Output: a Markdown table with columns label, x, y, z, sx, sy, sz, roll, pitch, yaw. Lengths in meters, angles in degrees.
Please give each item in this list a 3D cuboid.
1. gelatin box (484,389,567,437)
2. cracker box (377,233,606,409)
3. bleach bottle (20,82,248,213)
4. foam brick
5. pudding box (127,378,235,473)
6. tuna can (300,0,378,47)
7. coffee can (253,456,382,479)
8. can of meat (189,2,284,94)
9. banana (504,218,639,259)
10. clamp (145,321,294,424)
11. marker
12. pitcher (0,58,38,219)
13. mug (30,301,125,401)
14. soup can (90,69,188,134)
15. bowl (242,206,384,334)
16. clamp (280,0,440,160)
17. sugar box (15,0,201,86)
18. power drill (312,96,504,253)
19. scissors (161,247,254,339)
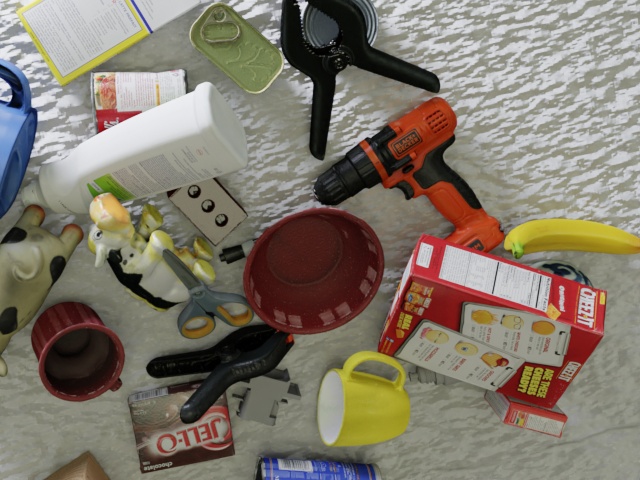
| label | x | y | z | sx | sy | sz | roll | pitch | yaw |
| --- | --- | --- | --- | --- | --- | --- | --- | --- | --- |
| gelatin box | 0.242 | 0.198 | 1.265 | 0.073 | 0.089 | 0.030 | 16 | 99 | -10 |
| cracker box | 0.186 | 0.091 | 1.185 | 0.213 | 0.072 | 0.164 | 17 | 141 | 1 |
| bleach bottle | -0.209 | -0.084 | 1.133 | 0.251 | 0.068 | 0.102 | -16 | 146 | 16 |
| foam brick | -0.127 | -0.041 | 1.191 | 0.053 | 0.051 | 0.078 | -43 | 102 | 1 |
| pudding box | -0.161 | 0.213 | 1.238 | 0.113 | 0.039 | 0.090 | -10 | 102 | -6 |
| tuna can | 0.020 | -0.240 | 1.185 | 0.086 | 0.034 | 0.086 | -1 | 100 | -8 |
| coffee can | -0.006 | 0.308 | 1.244 | 0.140 | 0.103 | 0.103 | 5 | 99 | -9 |
| can of meat | -0.092 | -0.206 | 1.150 | 0.102 | 0.084 | 0.057 | 40 | 93 | -13 |
| banana | 0.285 | 0.001 | 1.245 | 0.197 | 0.070 | 0.037 | -4 | 127 | -28 |
| clamp | -0.104 | 0.144 | 1.197 | 0.171 | 0.120 | 0.039 | -22 | 128 | -10 |
| marker | -0.058 | 0.001 | 1.225 | 0.121 | 0.020 | 0.020 | -19 | 102 | -4 |
| pitcher | -0.421 | -0.120 | 1.100 | 0.242 | 0.145 | 0.149 | 19 | 64 | -8 |
| mug | -0.264 | 0.125 | 1.181 | 0.093 | 0.082 | 0.117 | -47 | 123 | -2 |
| soup can | -0.194 | -0.150 | 1.154 | 0.102 | 0.068 | 0.068 | -3 | 100 | -8 |
| bowl | -0.012 | 0.025 | 1.204 | 0.162 | 0.055 | 0.162 | -6 | 118 | -12 |
| clamp | 0.012 | -0.190 | 1.155 | 0.165 | 0.036 | 0.209 | -36 | 122 | 12 |
| sugar box | -0.226 | -0.249 | 1.145 | 0.176 | 0.048 | 0.093 | -31 | 102 | -5 |
| power drill | 0.108 | -0.044 | 1.220 | 0.184 | 0.057 | 0.187 | -34 | 104 | 2 |
| scissors | -0.146 | 0.065 | 1.165 | 0.096 | 0.016 | 0.201 | -30 | 148 | 17 |
